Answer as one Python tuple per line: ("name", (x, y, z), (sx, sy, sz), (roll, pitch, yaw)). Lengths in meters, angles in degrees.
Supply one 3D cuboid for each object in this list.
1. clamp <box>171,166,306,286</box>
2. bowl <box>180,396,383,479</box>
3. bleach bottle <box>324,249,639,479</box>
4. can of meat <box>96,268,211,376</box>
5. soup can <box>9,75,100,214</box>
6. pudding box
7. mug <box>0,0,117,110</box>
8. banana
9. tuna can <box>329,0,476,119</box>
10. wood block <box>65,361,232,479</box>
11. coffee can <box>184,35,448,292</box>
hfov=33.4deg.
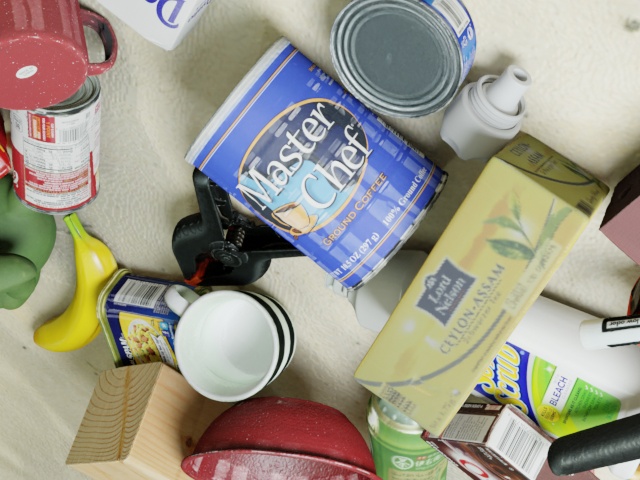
("clamp", (-0.055, 0.001, 0.807), (0.120, 0.039, 0.172), (28, 153, -6))
("bowl", (-0.027, 0.162, 0.840), (0.162, 0.055, 0.162), (5, 155, 2))
("bleach bottle", (0.119, 0.074, 0.762), (0.251, 0.068, 0.103), (22, 136, 16))
("can of meat", (-0.135, 0.079, 0.921), (0.084, 0.057, 0.102), (8, 131, 22))
("soup can", (-0.202, -0.079, 0.815), (0.068, 0.068, 0.102), (24, 135, 11))
("pudding box", (0.141, 0.162, 0.769), (0.113, 0.039, 0.090), (42, 158, -15))
("mug", (-0.193, -0.141, 0.727), (0.117, 0.081, 0.093), (8, 145, -39))
("banana", (-0.219, 0.056, 0.970), (0.070, 0.037, 0.198), (50, 138, 19))
("tuna can", (0.051, -0.119, 0.652), (0.086, 0.033, 0.086), (17, 134, 18))
("wood block", (-0.104, 0.196, 0.935), (0.090, 0.090, 0.205), (-14, 137, 42))
("coffee can", (-0.003, -0.049, 0.696), (0.140, 0.102, 0.103), (39, 137, -5))
